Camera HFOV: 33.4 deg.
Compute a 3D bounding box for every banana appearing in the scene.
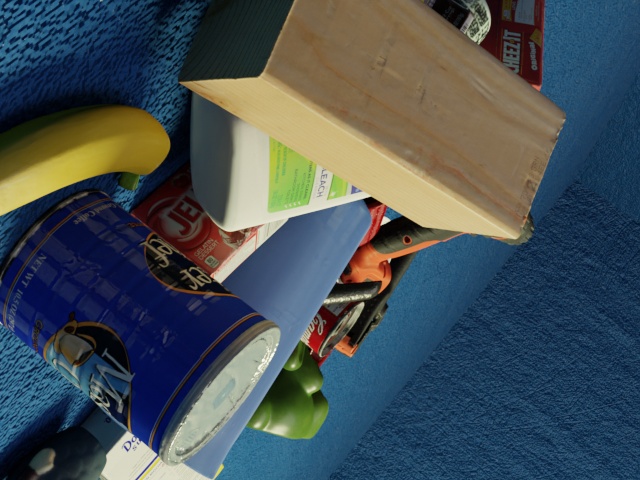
[{"bbox_3d":[-0.130,-0.040,0.563,0.070,0.037,0.197,-59,166,19],"label":"banana"}]

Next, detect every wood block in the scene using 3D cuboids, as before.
[{"bbox_3d":[0.035,-0.084,0.623,0.205,0.091,0.090,28,80,-34],"label":"wood block"}]

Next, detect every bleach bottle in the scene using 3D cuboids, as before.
[{"bbox_3d":[0.038,-0.080,0.724,0.250,0.068,0.103,-15,130,-27],"label":"bleach bottle"}]

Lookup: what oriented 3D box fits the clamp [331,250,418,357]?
[{"bbox_3d":[0.057,0.087,1.277,0.209,0.036,0.165,-49,167,-53],"label":"clamp"}]

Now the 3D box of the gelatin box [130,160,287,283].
[{"bbox_3d":[-0.075,-0.017,0.731,0.089,0.073,0.030,-44,164,-31],"label":"gelatin box"}]

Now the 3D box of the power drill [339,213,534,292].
[{"bbox_3d":[0.115,-0.005,1.069,0.188,0.057,0.184,-25,157,17],"label":"power drill"}]

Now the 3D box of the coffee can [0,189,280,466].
[{"bbox_3d":[-0.109,0.051,0.638,0.102,0.140,0.103,-49,166,-17],"label":"coffee can"}]

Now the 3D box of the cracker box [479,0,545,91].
[{"bbox_3d":[0.161,-0.159,1.050,0.214,0.072,0.164,101,-2,-62],"label":"cracker box"}]

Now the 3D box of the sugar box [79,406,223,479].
[{"bbox_3d":[-0.153,0.193,0.963,0.093,0.048,0.176,-48,146,-21],"label":"sugar box"}]

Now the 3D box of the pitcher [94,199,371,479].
[{"bbox_3d":[-0.074,0.043,0.807,0.242,0.145,0.149,-55,179,-10],"label":"pitcher"}]

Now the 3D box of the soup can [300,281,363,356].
[{"bbox_3d":[-0.017,0.056,1.048,0.068,0.102,0.068,-48,166,-16],"label":"soup can"}]
